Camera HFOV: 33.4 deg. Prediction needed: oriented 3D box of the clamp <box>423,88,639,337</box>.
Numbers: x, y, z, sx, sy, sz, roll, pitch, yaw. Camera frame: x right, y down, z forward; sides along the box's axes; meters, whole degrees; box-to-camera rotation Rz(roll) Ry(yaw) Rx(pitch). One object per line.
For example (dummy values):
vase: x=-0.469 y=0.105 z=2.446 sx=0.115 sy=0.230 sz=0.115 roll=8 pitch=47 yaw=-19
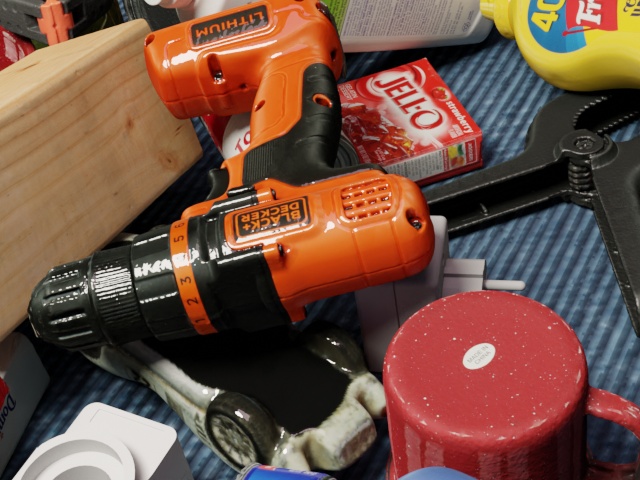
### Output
clamp: x=0.135 y=-0.038 z=0.587 sx=0.165 sy=0.036 sz=0.209 roll=13 pitch=45 yaw=29

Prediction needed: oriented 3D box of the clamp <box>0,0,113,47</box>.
clamp: x=-0.169 y=-0.174 z=0.706 sx=0.120 sy=0.039 sz=0.172 roll=-23 pitch=39 yaw=-12

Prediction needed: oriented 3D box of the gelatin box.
gelatin box: x=0.047 y=-0.069 z=0.643 sx=0.073 sy=0.030 sz=0.089 roll=-18 pitch=43 yaw=-7

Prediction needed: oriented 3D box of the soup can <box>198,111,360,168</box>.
soup can: x=-0.027 y=-0.062 z=0.624 sx=0.068 sy=0.068 sz=0.102 roll=-21 pitch=44 yaw=-11

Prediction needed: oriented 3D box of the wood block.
wood block: x=-0.158 y=-0.034 z=0.556 sx=0.091 sy=0.090 sz=0.205 roll=-9 pitch=24 yaw=29

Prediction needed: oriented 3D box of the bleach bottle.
bleach bottle: x=0.008 y=-0.163 z=0.633 sx=0.250 sy=0.103 sz=0.068 roll=-11 pitch=30 yaw=-40

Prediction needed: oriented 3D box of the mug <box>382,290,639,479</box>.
mug: x=0.081 y=0.077 z=0.444 sx=0.117 sy=0.081 sz=0.093 roll=9 pitch=47 yaw=21

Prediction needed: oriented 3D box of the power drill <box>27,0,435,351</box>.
power drill: x=-0.048 y=-0.035 z=0.519 sx=0.184 sy=0.057 sz=0.187 roll=-13 pitch=47 yaw=5
